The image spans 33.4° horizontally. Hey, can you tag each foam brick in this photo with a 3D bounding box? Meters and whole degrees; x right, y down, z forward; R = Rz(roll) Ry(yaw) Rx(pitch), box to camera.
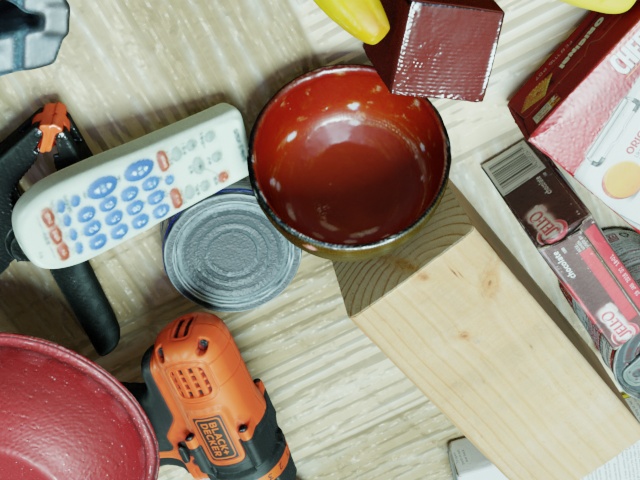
[{"bbox_3d":[0.059,-0.113,0.577,0.053,0.078,0.051,5,117,-12],"label":"foam brick"}]

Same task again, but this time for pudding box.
[{"bbox_3d":[0.147,-0.001,0.636,0.039,0.113,0.090,-34,119,11],"label":"pudding box"}]

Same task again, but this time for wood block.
[{"bbox_3d":[0.106,0.063,0.680,0.090,0.091,0.206,-37,119,13],"label":"wood block"}]

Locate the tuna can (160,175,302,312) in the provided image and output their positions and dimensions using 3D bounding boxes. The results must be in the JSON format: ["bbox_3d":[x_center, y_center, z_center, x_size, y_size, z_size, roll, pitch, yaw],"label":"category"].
[{"bbox_3d":[-0.054,0.001,0.650,0.086,0.034,0.086,-4,120,-7],"label":"tuna can"}]

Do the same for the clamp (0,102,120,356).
[{"bbox_3d":[-0.178,-0.001,0.628,0.120,0.039,0.171,-2,123,-14],"label":"clamp"}]

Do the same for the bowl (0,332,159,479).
[{"bbox_3d":[-0.177,0.132,0.609,0.162,0.055,0.162,4,122,6],"label":"bowl"}]

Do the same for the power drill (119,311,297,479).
[{"bbox_3d":[-0.112,0.136,0.670,0.188,0.057,0.184,-12,119,15],"label":"power drill"}]
